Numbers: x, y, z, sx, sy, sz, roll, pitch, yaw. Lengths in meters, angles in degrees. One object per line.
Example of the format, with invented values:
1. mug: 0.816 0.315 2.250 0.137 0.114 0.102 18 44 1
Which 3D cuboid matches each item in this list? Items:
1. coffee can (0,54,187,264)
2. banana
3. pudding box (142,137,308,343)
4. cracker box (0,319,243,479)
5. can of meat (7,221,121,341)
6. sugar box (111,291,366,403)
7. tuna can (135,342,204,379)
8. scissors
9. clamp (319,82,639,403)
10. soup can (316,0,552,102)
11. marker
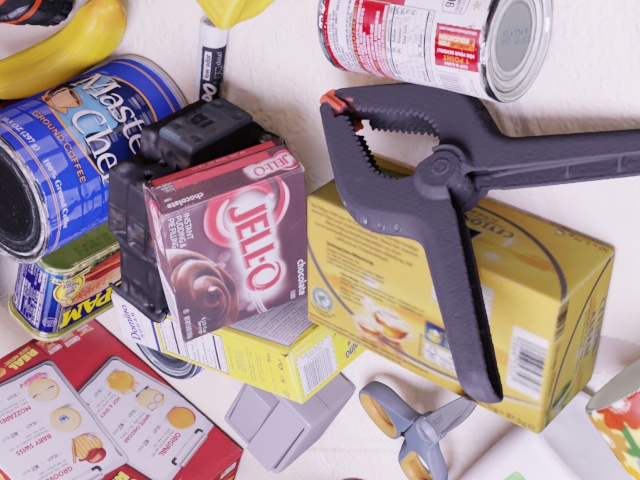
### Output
1. coffee can: -0.171 -0.060 0.750 0.103 0.140 0.103 24 130 31
2. banana: -0.192 -0.136 0.777 0.198 0.069 0.037 -17 97 39
3. pudding box: -0.054 0.001 0.648 0.113 0.090 0.039 89 155 -47
4. cracker box: -0.201 0.178 0.920 0.214 0.163 0.072 37 138 21
5. can of meat: -0.196 0.020 0.859 0.057 0.101 0.084 41 135 18
6. sugar box: -0.053 0.052 0.748 0.177 0.093 0.048 11 123 40
7. tuna can: -0.118 0.070 0.866 0.086 0.033 0.086 24 131 31
8. scissors: 0.058 0.108 0.686 0.096 0.016 0.202 48 161 25
9. clamp: 0.080 -0.036 0.566 0.210 0.164 0.036 47 180 39
10. soup can: 0.058 -0.112 0.549 0.102 0.068 0.068 19 128 35
11. marker: -0.077 -0.097 0.728 0.020 0.020 0.121 33 135 24
